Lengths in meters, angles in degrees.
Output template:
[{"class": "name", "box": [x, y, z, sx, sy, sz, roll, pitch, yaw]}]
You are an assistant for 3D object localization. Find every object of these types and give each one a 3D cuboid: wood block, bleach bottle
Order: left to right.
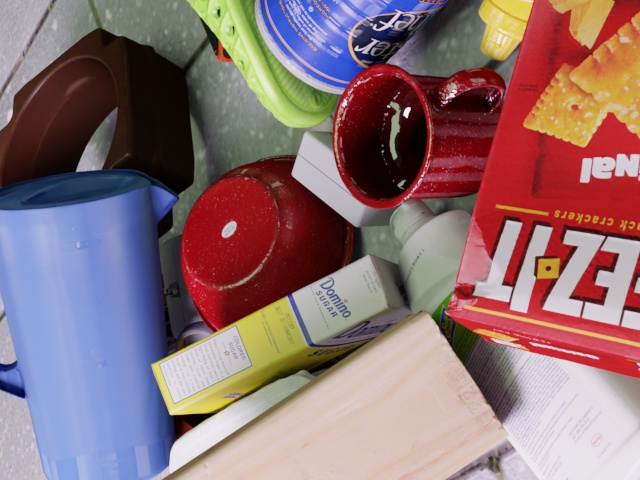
[{"class": "wood block", "box": [-0.001, 0.137, 0.655, 0.090, 0.206, 0.091, 57, 177, 4]}, {"class": "bleach bottle", "box": [0.125, 0.056, 0.668, 0.251, 0.067, 0.103, 53, 131, 36]}]

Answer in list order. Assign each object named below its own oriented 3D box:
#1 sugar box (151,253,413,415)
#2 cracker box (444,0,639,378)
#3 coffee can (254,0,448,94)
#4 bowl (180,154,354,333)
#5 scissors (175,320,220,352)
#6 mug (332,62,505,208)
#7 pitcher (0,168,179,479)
[{"class": "sugar box", "box": [-0.020, 0.070, 0.755, 0.176, 0.093, 0.048, -25, 76, 15]}, {"class": "cracker box", "box": [0.170, -0.042, 0.524, 0.164, 0.072, 0.213, 11, 79, 34]}, {"class": "coffee can", "box": [0.034, -0.181, 0.724, 0.141, 0.102, 0.103, -41, 63, 43]}, {"class": "bowl", "box": [-0.055, 0.001, 0.834, 0.162, 0.055, 0.162, -12, 68, 30]}, {"class": "scissors", "box": [-0.104, 0.126, 0.952, 0.016, 0.096, 0.202, -64, 4, -34]}, {"class": "mug", "box": [0.074, -0.075, 0.701, 0.117, 0.081, 0.093, -45, 60, 41]}, {"class": "pitcher", "box": [-0.192, 0.071, 0.838, 0.149, 0.144, 0.243, 4, 107, 31]}]
